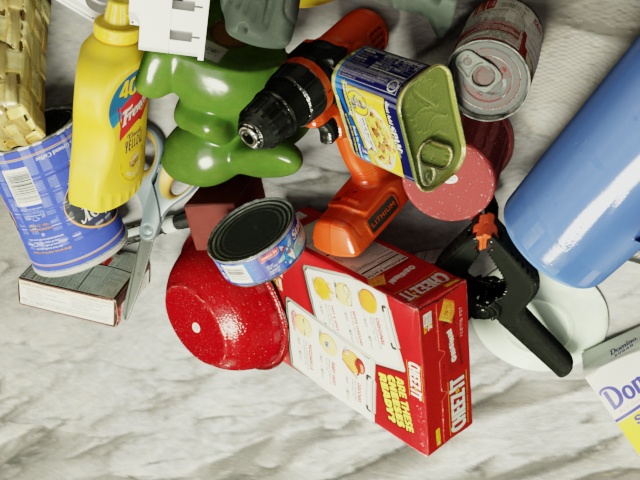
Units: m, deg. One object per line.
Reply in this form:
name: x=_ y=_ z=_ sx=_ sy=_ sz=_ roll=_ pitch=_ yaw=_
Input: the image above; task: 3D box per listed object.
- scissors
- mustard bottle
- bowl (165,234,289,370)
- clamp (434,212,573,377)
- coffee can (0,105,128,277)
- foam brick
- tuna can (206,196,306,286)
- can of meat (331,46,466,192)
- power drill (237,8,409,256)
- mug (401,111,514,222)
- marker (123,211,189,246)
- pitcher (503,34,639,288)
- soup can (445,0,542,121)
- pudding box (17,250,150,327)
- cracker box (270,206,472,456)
scissors: x=-0.182 y=-0.028 z=1.061 sx=0.096 sy=0.016 sz=0.202 roll=35 pitch=104 yaw=10
mustard bottle: x=-0.187 y=-0.127 z=0.960 sx=0.058 sy=0.096 sz=0.192 roll=19 pitch=124 yaw=12
bowl: x=-0.107 y=0.073 z=1.076 sx=0.162 sy=0.055 sz=0.162 roll=30 pitch=137 yaw=33
clamp: x=0.161 y=0.057 z=0.975 sx=0.164 sy=0.036 sz=0.210 roll=9 pitch=140 yaw=8
coffee can: x=-0.264 y=-0.049 z=1.063 sx=0.103 sy=0.102 sz=0.140 roll=-6 pitch=119 yaw=22
foam brick: x=-0.089 y=-0.030 z=1.031 sx=0.053 sy=0.078 sz=0.051 roll=0 pitch=120 yaw=18
tuna can: x=-0.056 y=0.001 z=0.955 sx=0.086 sy=0.086 sz=0.033 roll=-11 pitch=128 yaw=24
can of meat: x=0.062 y=-0.099 z=0.850 sx=0.084 sy=0.057 sz=0.102 roll=28 pitch=147 yaw=43
power drill: x=0.010 y=-0.080 z=0.914 sx=0.057 sy=0.184 sz=0.187 roll=16 pitch=137 yaw=35
mug: x=0.123 y=-0.060 z=0.937 sx=0.093 sy=0.081 sz=0.117 roll=-19 pitch=114 yaw=28
marker: x=-0.176 y=-0.011 z=1.108 sx=0.121 sy=0.020 sz=0.020 roll=-14 pitch=116 yaw=26
pitcher: x=0.261 y=-0.064 z=0.847 sx=0.145 sy=0.149 sz=0.243 roll=35 pitch=126 yaw=-4
soup can: x=0.141 y=-0.149 z=0.862 sx=0.068 sy=0.102 sz=0.068 roll=9 pitch=124 yaw=13
pudding box: x=-0.248 y=0.042 z=1.124 sx=0.113 sy=0.090 sz=0.039 roll=11 pitch=123 yaw=12
cracker box: x=0.043 y=0.078 z=1.001 sx=0.214 sy=0.072 sz=0.164 roll=26 pitch=134 yaw=43
